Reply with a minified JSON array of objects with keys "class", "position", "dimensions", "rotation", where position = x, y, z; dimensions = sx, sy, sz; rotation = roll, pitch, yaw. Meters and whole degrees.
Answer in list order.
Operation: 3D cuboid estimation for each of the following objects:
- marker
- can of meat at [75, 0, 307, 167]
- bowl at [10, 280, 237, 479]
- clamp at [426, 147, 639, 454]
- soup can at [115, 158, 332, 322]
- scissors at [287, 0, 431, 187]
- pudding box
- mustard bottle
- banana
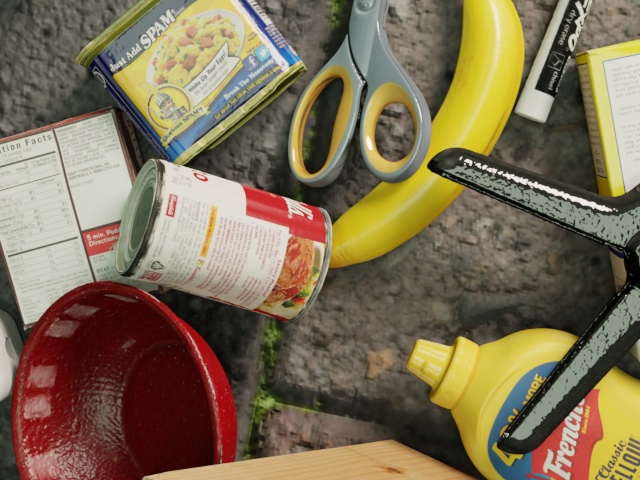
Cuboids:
[{"class":"marker","position":[0.140,-0.126,0.602],"dimensions":[0.020,0.020,0.121],"rotation":[21,97,2]},{"class":"can of meat","position":[-0.070,-0.100,0.602],"dimensions":[0.102,0.057,0.084],"rotation":[-38,93,6]},{"class":"bowl","position":[-0.100,0.102,0.594],"dimensions":[0.162,0.055,0.162],"rotation":[0,90,36]},{"class":"clamp","position":[0.169,0.021,0.558],"dimensions":[0.210,0.036,0.164],"rotation":[-7,90,3]},{"class":"soup can","position":[-0.054,0.001,0.587],"dimensions":[0.102,0.069,0.068],"rotation":[17,97,-22]},{"class":"scissors","position":[0.041,-0.119,0.596],"dimensions":[0.096,0.016,0.202],"rotation":[26,98,30]},{"class":"pudding box","position":[-0.143,-0.013,0.625],"dimensions":[0.090,0.039,0.113],"rotation":[-15,93,6]},{"class":"mustard bottle","position":[0.138,0.104,0.605],"dimensions":[0.191,0.058,0.096],"rotation":[25,104,2]},{"class":"banana","position":[0.066,-0.063,0.608],"dimensions":[0.070,0.037,0.198],"rotation":[27,95,25]}]
